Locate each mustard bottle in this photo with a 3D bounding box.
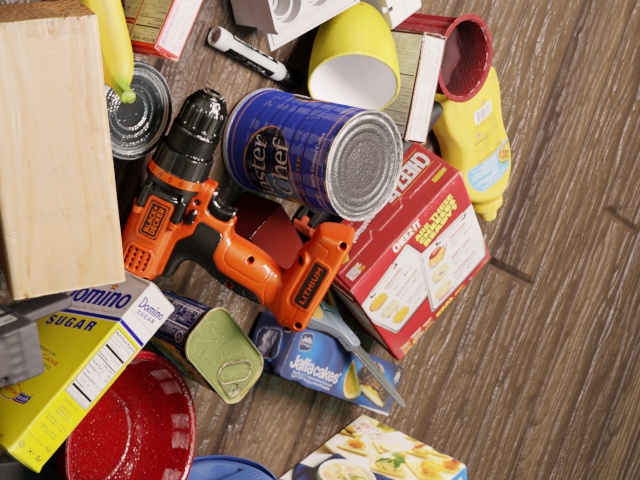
[{"bbox_3d":[0.182,-0.104,1.255,0.096,0.058,0.191,-41,130,-30],"label":"mustard bottle"}]

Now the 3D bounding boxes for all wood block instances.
[{"bbox_3d":[-0.210,-0.072,0.814,0.090,0.091,0.206,-10,113,-19],"label":"wood block"}]

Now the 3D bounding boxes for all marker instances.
[{"bbox_3d":[-0.058,-0.170,1.008,0.120,0.020,0.020,23,87,-48],"label":"marker"}]

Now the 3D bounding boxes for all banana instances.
[{"bbox_3d":[-0.174,-0.204,0.837,0.037,0.070,0.198,-18,100,-31],"label":"banana"}]

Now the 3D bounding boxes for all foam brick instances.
[{"bbox_3d":[-0.057,0.001,1.045,0.051,0.053,0.078,-48,132,-24],"label":"foam brick"}]

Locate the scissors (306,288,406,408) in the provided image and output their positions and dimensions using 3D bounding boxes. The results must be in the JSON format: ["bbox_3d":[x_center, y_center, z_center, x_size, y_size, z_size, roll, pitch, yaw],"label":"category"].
[{"bbox_3d":[0.019,0.102,1.093,0.202,0.016,0.096,57,25,2],"label":"scissors"}]

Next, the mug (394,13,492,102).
[{"bbox_3d":[0.133,-0.204,1.151,0.117,0.082,0.093,-31,125,-35],"label":"mug"}]

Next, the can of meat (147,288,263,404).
[{"bbox_3d":[-0.114,0.096,0.995,0.057,0.084,0.102,-52,134,-21],"label":"can of meat"}]

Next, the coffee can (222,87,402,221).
[{"bbox_3d":[-0.009,-0.083,1.001,0.102,0.141,0.103,-18,116,-42],"label":"coffee can"}]

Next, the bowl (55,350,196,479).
[{"bbox_3d":[-0.184,0.178,0.955,0.161,0.055,0.162,0,90,-55],"label":"bowl"}]

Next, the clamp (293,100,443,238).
[{"bbox_3d":[0.059,-0.043,1.160,0.209,0.036,0.164,-33,135,-29],"label":"clamp"}]

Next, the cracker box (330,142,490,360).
[{"bbox_3d":[0.091,0.017,1.138,0.164,0.072,0.213,-48,150,-7],"label":"cracker box"}]

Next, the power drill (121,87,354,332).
[{"bbox_3d":[-0.068,-0.018,0.925,0.185,0.187,0.057,-62,-178,22],"label":"power drill"}]

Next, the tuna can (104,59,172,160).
[{"bbox_3d":[-0.168,-0.112,0.903,0.085,0.034,0.086,-18,116,-42],"label":"tuna can"}]

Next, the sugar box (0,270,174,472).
[{"bbox_3d":[-0.212,0.099,0.887,0.176,0.093,0.048,-54,135,-20],"label":"sugar box"}]

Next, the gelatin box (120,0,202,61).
[{"bbox_3d":[-0.132,-0.196,0.881,0.030,0.073,0.089,24,86,-47],"label":"gelatin box"}]

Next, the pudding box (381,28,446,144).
[{"bbox_3d":[0.076,-0.161,1.100,0.039,0.090,0.113,0,103,-46],"label":"pudding box"}]
